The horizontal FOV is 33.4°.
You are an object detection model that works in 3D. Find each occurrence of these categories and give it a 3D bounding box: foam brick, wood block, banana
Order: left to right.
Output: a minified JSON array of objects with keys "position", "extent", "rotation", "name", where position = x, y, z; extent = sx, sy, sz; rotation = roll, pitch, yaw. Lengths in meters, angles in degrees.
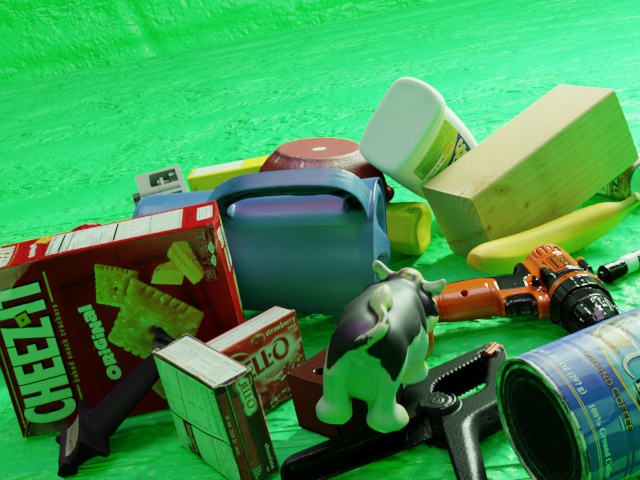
[{"position":[0.022,0.117,0.857],"extent":[0.078,0.051,0.053],"rotation":[-28,25,-38],"name":"foam brick"},{"position":[0.223,-0.071,1.126],"extent":[0.206,0.090,0.091],"rotation":[-37,26,-17],"name":"wood block"},{"position":[0.223,-0.003,1.055],"extent":[0.197,0.070,0.037],"rotation":[-21,61,-17],"name":"banana"}]

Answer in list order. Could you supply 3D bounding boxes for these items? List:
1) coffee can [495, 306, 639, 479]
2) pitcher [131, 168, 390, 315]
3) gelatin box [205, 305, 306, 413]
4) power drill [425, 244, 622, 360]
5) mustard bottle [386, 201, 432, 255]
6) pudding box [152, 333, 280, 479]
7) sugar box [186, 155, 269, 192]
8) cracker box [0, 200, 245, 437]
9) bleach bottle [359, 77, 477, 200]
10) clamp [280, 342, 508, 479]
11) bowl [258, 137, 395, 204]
[{"position":[0.203,0.102,0.708],"extent":[0.140,0.103,0.103],"rotation":[-19,20,-17],"name":"coffee can"},{"position":[-0.057,0.001,1.016],"extent":[0.243,0.149,0.145],"rotation":[-1,9,9],"name":"pitcher"},{"position":[-0.054,0.107,0.900],"extent":[0.089,0.073,0.030],"rotation":[-27,23,-35],"name":"gelatin box"},{"position":[0.153,0.062,0.924],"extent":[0.187,0.057,0.184],"rotation":[-10,15,-1],"name":"power drill"},{"position":[0.021,-0.021,1.174],"extent":[0.192,0.058,0.096],"rotation":[6,5,17],"name":"mustard bottle"},{"position":[-0.082,0.130,0.826],"extent":[0.039,0.090,0.114],"rotation":[-24,22,-29],"name":"pudding box"},{"position":[-0.070,-0.057,1.338],"extent":[0.176,0.093,0.048],"rotation":[-10,20,9],"name":"sugar box"},{"position":[-0.176,0.070,0.941],"extent":[0.213,0.164,0.072],"rotation":[-12,19,-1],"name":"cracker box"},{"position":[0.137,-0.092,1.183],"extent":[0.068,0.102,0.250],"rotation":[36,7,30],"name":"bleach bottle"},{"position":[0.094,0.136,0.780],"extent":[0.165,0.036,0.209],"rotation":[6,27,43],"name":"clamp"},{"position":[-0.001,-0.074,1.149],"extent":[0.162,0.055,0.162],"rotation":[-2,19,0],"name":"bowl"}]
